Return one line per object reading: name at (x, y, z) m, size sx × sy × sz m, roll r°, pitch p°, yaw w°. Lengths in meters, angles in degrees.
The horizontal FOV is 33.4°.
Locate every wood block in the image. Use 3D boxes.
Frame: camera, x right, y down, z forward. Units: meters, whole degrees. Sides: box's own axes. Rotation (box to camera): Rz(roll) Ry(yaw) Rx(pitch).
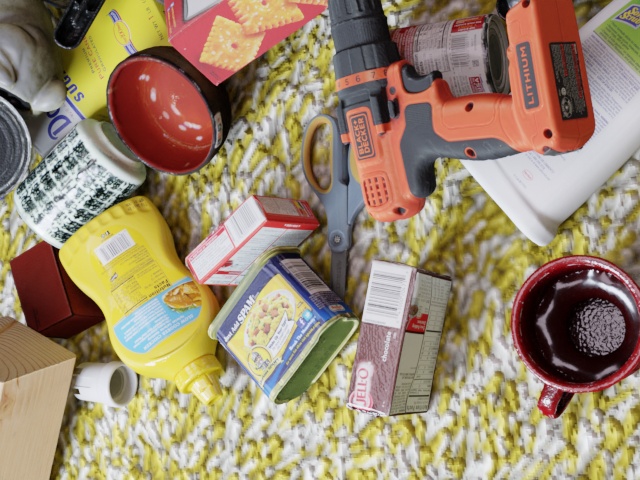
wood block at (-0.295, 0.184, 0.936) m, size 0.090 × 0.090 × 0.206 m, roll 25°, pitch 110°, yaw 26°

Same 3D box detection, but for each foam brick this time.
foam brick at (-0.240, 0.045, 0.976) m, size 0.053 × 0.051 × 0.078 m, roll -26°, pitch 73°, yaw 22°

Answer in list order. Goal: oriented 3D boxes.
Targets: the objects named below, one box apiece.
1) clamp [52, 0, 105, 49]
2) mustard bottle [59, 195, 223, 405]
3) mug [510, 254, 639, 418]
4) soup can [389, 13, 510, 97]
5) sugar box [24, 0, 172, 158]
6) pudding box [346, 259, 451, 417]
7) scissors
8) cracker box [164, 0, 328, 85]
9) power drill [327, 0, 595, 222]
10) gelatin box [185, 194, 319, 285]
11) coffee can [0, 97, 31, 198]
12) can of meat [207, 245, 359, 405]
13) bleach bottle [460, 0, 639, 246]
clamp at (-0.160, -0.278, 0.918) m, size 0.165 × 0.036 × 0.209 m, roll -42°, pitch 22°, yaw 53°
mustard bottle at (-0.140, 0.060, 0.920) m, size 0.096 × 0.058 × 0.192 m, roll -34°, pitch 70°, yaw -5°
mug at (0.185, 0.071, 0.750) m, size 0.093 × 0.081 × 0.117 m, roll 22°, pitch 93°, yaw 26°
soup can at (0.090, -0.136, 0.829) m, size 0.102 × 0.068 × 0.068 m, roll -4°, pitch 82°, yaw 25°
sugar box at (-0.205, -0.158, 0.987) m, size 0.176 × 0.048 × 0.093 m, roll -34°, pitch 70°, yaw 17°
pudding box at (0.061, 0.075, 0.806) m, size 0.039 × 0.090 × 0.113 m, roll 12°, pitch 88°, yaw 25°
scissors at (0.032, -0.012, 0.870) m, size 0.096 × 0.016 × 0.202 m, roll -17°, pitch 76°, yaw 26°
cracker box at (-0.029, -0.249, 0.871) m, size 0.214 × 0.072 × 0.164 m, roll -31°, pitch 45°, yaw 19°
power drill at (0.089, -0.114, 0.743) m, size 0.188 × 0.057 × 0.184 m, roll -10°, pitch 95°, yaw 45°
gelatin box at (-0.056, 0.001, 0.873) m, size 0.089 × 0.073 × 0.030 m, roll -42°, pitch 65°, yaw 26°
coffee can at (-0.326, -0.073, 0.968) m, size 0.141 × 0.102 × 0.103 m, roll 166°, pitch 106°, yaw -64°
can of meat at (-0.029, 0.069, 0.860) m, size 0.084 × 0.057 × 0.102 m, roll 46°, pitch 113°, yaw 25°
bleach bottle at (0.220, -0.115, 0.768) m, size 0.251 × 0.068 × 0.103 m, roll -43°, pitch 69°, yaw 13°
